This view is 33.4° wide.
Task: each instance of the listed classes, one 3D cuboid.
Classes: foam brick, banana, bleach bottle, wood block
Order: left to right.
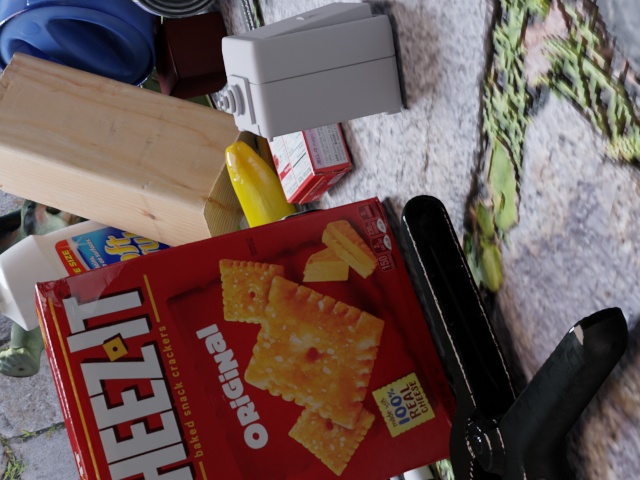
[{"bbox_3d":[-0.163,-0.068,0.860,0.091,0.206,0.090,81,-151,-63],"label":"wood block"},{"bbox_3d":[-0.166,0.028,0.902,0.068,0.250,0.102,133,121,-70],"label":"bleach bottle"},{"bbox_3d":[-0.110,-0.157,0.916,0.078,0.051,0.053,156,99,-72],"label":"foam brick"},{"bbox_3d":[-0.039,0.010,0.817,0.070,0.037,0.198,22,142,18],"label":"banana"}]

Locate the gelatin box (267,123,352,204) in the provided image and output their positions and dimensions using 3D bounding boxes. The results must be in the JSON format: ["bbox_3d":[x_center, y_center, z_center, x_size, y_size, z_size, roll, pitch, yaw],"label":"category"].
[{"bbox_3d":[-0.012,-0.076,0.716,0.073,0.030,0.089,140,114,-69],"label":"gelatin box"}]

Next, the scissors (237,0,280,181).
[{"bbox_3d":[-0.048,-0.124,0.810,0.096,0.016,0.202,119,133,-66],"label":"scissors"}]

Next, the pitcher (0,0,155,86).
[{"bbox_3d":[-0.206,-0.259,0.917,0.149,0.144,0.243,-31,52,46],"label":"pitcher"}]

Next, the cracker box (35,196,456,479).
[{"bbox_3d":[-0.041,0.079,0.621,0.072,0.213,0.164,127,126,-69],"label":"cracker box"}]

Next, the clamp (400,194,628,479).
[{"bbox_3d":[0.087,0.085,0.526,0.165,0.036,0.210,-131,31,-54],"label":"clamp"}]
